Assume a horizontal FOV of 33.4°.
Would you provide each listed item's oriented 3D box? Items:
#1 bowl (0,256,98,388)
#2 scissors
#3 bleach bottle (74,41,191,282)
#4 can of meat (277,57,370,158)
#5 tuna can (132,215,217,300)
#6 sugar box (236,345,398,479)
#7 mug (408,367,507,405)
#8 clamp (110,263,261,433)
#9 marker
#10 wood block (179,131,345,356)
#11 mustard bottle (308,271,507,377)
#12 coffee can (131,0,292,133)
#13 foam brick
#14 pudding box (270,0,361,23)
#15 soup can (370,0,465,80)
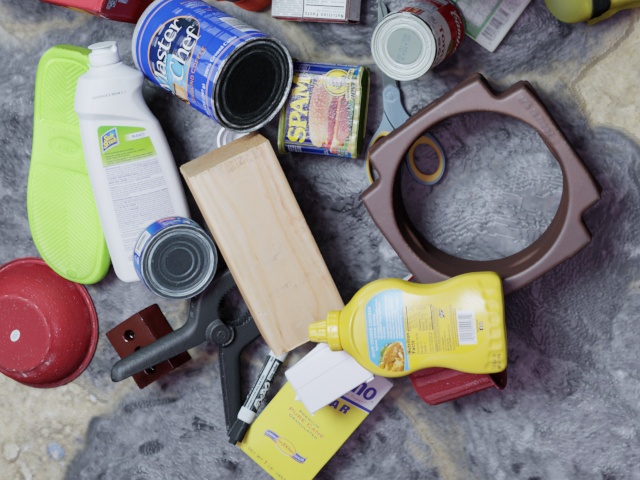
[{"bbox_3d":[-0.346,0.103,1.252,0.162,0.055,0.162,3,100,14],"label":"bowl"},{"bbox_3d":[0.093,-0.142,1.116,0.096,0.016,0.202,10,102,11],"label":"scissors"},{"bbox_3d":[-0.196,-0.086,1.131,0.102,0.068,0.251,-15,113,-16],"label":"bleach bottle"},{"bbox_3d":[0.005,-0.138,1.120,0.084,0.057,0.102,7,100,11],"label":"can of meat"},{"bbox_3d":[-0.152,0.019,1.125,0.086,0.034,0.086,-6,107,-21],"label":"tuna can"},{"bbox_3d":[-0.004,0.188,1.180,0.093,0.048,0.176,39,107,6],"label":"sugar box"},{"bbox_3d":[0.135,0.111,1.114,0.082,0.093,0.117,-22,71,21],"label":"mug"},{"bbox_3d":[-0.108,0.109,1.179,0.164,0.036,0.210,38,88,-24],"label":"clamp"},{"bbox_3d":[-0.070,0.171,1.184,0.020,0.020,0.121,26,81,9],"label":"marker"},{"bbox_3d":[-0.058,0.002,1.104,0.090,0.091,0.206,-26,107,-7],"label":"wood block"},{"bbox_3d":[0.083,0.084,1.039,0.192,0.058,0.096,-4,95,11],"label":"mustard bottle"},{"bbox_3d":[-0.111,-0.183,1.091,0.140,0.102,0.103,34,108,37],"label":"coffee can"},{"bbox_3d":[-0.196,0.121,1.217,0.053,0.051,0.078,-33,90,18],"label":"foam brick"},{"bbox_3d":[-0.002,-0.282,1.101,0.090,0.039,0.113,9,103,23],"label":"pudding box"},{"bbox_3d":[0.097,-0.201,1.053,0.069,0.102,0.068,9,114,20],"label":"soup can"}]
